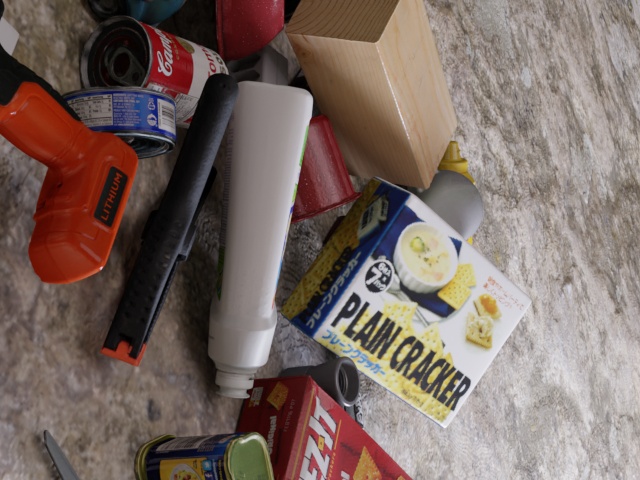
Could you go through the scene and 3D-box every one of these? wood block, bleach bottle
[{"bbox_3d":[0.053,-0.148,0.980,0.090,0.091,0.206,-63,150,-25],"label":"wood block"},{"bbox_3d":[-0.056,0.001,0.873,0.102,0.068,0.251,-156,-106,-84],"label":"bleach bottle"}]

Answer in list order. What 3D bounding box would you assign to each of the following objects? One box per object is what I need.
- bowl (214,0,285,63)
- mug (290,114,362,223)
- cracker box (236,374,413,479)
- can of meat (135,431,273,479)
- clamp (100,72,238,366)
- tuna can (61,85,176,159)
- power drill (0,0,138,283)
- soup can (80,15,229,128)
[{"bbox_3d":[-0.058,-0.225,0.903,0.162,0.055,0.162,179,-88,-89],"label":"bowl"},{"bbox_3d":[-0.020,-0.065,0.977,0.117,0.093,0.081,-109,179,-83],"label":"mug"},{"bbox_3d":[0.004,0.240,0.927,0.213,0.072,0.164,50,41,-40],"label":"cracker box"},{"bbox_3d":[-0.080,0.193,0.786,0.057,0.084,0.102,-14,93,-60],"label":"can of meat"},{"bbox_3d":[-0.108,-0.012,0.781,0.165,0.036,0.210,115,-6,-60],"label":"clamp"},{"bbox_3d":[-0.145,-0.081,0.757,0.086,0.086,0.034,10,75,-58],"label":"tuna can"},{"bbox_3d":[-0.188,-0.057,0.612,0.187,0.057,0.184,54,36,-42],"label":"power drill"},{"bbox_3d":[-0.125,-0.127,0.822,0.102,0.069,0.068,9,74,-59],"label":"soup can"}]
